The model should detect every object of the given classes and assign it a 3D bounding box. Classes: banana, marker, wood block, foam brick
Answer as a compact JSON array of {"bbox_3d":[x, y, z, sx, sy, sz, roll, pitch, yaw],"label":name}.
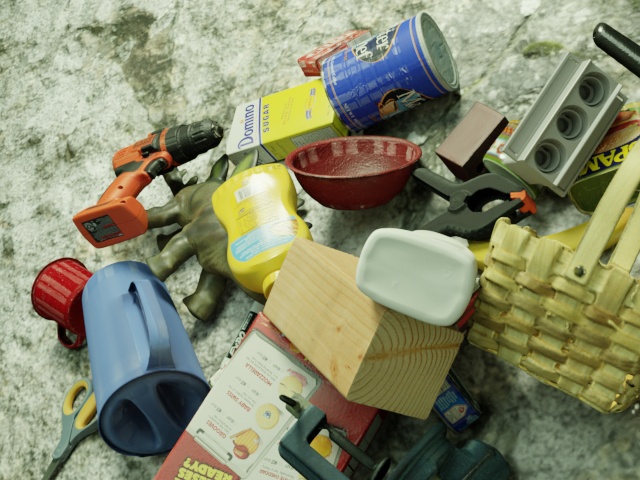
[{"bbox_3d":[0.226,0.004,1.094,0.198,0.037,0.069,-7,56,35],"label":"banana"},{"bbox_3d":[-0.097,0.127,1.268,0.020,0.020,0.121,11,65,43],"label":"marker"},{"bbox_3d":[0.034,0.078,1.020,0.090,0.090,0.206,-66,29,8],"label":"wood block"},{"bbox_3d":[0.179,-0.106,1.207,0.078,0.053,0.051,-50,42,-4],"label":"foam brick"}]

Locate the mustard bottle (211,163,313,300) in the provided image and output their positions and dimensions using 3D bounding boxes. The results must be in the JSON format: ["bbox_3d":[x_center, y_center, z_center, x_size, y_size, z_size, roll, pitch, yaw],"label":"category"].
[{"bbox_3d":[-0.058,0.002,1.175,0.096,0.058,0.192,-23,46,4],"label":"mustard bottle"}]

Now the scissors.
[{"bbox_3d":[-0.333,0.255,1.357,0.201,0.016,0.096,-50,40,-5],"label":"scissors"}]

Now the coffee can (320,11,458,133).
[{"bbox_3d":[0.086,-0.207,1.322,0.140,0.102,0.103,-22,47,24],"label":"coffee can"}]

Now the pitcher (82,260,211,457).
[{"bbox_3d":[-0.215,0.124,1.277,0.149,0.144,0.243,-41,39,10],"label":"pitcher"}]

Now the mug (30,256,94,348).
[{"bbox_3d":[-0.332,0.090,1.442,0.082,0.093,0.117,24,105,41],"label":"mug"}]

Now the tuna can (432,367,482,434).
[{"bbox_3d":[0.119,0.143,1.034,0.034,0.086,0.086,-38,42,6],"label":"tuna can"}]

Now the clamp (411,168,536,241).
[{"bbox_3d":[0.152,-0.041,1.153,0.172,0.039,0.120,-13,56,33],"label":"clamp"}]

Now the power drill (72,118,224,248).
[{"bbox_3d":[-0.223,-0.077,1.374,0.185,0.057,0.187,-17,30,35],"label":"power drill"}]

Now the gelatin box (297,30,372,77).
[{"bbox_3d":[0.021,-0.250,1.426,0.089,0.030,0.073,-30,18,-13],"label":"gelatin box"}]

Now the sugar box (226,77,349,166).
[{"bbox_3d":[-0.042,-0.158,1.428,0.176,0.048,0.093,-12,50,29],"label":"sugar box"}]

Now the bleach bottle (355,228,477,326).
[{"bbox_3d":[0.108,0.026,1.002,0.103,0.250,0.068,20,97,14],"label":"bleach bottle"}]

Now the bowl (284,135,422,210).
[{"bbox_3d":[0.040,-0.076,1.258,0.162,0.055,0.162,-4,21,1],"label":"bowl"}]

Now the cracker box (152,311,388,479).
[{"bbox_3d":[-0.045,0.206,1.085,0.164,0.072,0.213,27,77,19],"label":"cracker box"}]
